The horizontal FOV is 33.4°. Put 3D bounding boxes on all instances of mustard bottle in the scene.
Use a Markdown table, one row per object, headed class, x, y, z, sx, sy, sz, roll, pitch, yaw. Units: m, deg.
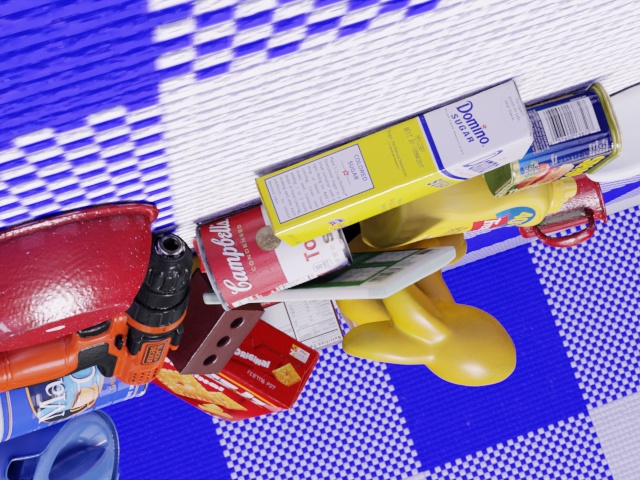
| class | x | y | z | sx | sy | sz | roll | pitch | yaw |
| --- | --- | --- | --- | --- | --- | --- | --- | --- | --- |
| mustard bottle | 0.133 | -0.035 | 0.904 | 0.191 | 0.058 | 0.096 | -9 | 170 | -21 |

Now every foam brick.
| class | x | y | z | sx | sy | sz | roll | pitch | yaw |
| --- | --- | --- | --- | --- | --- | --- | --- | --- | --- |
| foam brick | -0.096 | 0.070 | 0.918 | 0.052 | 0.051 | 0.078 | 7 | 125 | -52 |

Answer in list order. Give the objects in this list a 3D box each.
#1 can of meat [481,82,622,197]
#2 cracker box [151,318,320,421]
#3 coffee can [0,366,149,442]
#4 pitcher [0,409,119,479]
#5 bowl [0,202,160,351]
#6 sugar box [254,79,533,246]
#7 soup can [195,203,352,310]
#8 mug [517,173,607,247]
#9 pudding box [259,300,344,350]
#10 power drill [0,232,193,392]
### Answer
| class | x | y | z | sx | sy | sz | roll | pitch | yaw |
| --- | --- | --- | --- | --- | --- | --- | --- | --- | --- |
| can of meat | 0.169 | -0.073 | 0.808 | 0.084 | 0.057 | 0.102 | -16 | 173 | -4 |
| cracker box | -0.116 | 0.114 | 1.073 | 0.072 | 0.164 | 0.214 | -63 | -168 | -20 |
| coffee can | -0.234 | 0.107 | 0.925 | 0.140 | 0.103 | 0.103 | -16 | 173 | -33 |
| pitcher | -0.319 | 0.205 | 1.021 | 0.243 | 0.149 | 0.144 | 9 | -146 | 23 |
| bowl | -0.170 | 0.029 | 0.664 | 0.162 | 0.055 | 0.162 | -19 | 173 | -2 |
| sugar box | 0.050 | -0.047 | 0.710 | 0.176 | 0.048 | 0.093 | -19 | 174 | 4 |
| soup can | -0.034 | 0.004 | 0.796 | 0.102 | 0.068 | 0.068 | -20 | 174 | 2 |
| mug | 0.222 | -0.041 | 1.010 | 0.081 | 0.117 | 0.093 | -16 | 142 | 11 |
| pudding box | -0.033 | 0.070 | 1.165 | 0.090 | 0.113 | 0.039 | -19 | -176 | -5 |
| power drill | -0.190 | 0.067 | 0.795 | 0.187 | 0.057 | 0.185 | -10 | 147 | -25 |
